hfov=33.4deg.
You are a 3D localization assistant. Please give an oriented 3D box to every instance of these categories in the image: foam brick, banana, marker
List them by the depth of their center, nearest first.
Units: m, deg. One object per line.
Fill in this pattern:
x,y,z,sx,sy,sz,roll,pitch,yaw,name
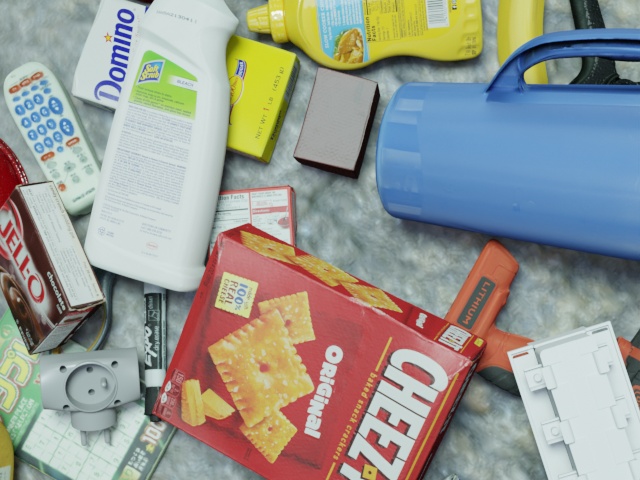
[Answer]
0.173,-0.192,0.866,0.037,0.070,0.198,7,97,-29,banana
0.015,-0.095,0.878,0.053,0.051,0.078,16,87,6,foam brick
-0.137,0.089,0.885,0.020,0.020,0.121,-4,77,6,marker

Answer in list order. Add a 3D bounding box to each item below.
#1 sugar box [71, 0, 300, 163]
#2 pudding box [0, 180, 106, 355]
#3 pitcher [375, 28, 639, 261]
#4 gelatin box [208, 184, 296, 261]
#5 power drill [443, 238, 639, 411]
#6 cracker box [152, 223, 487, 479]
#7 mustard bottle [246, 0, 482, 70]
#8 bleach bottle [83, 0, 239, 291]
-0.113,-0.137,0.899,0.176,0.048,0.093,18,89,6,sugar box
-0.223,0.022,0.851,0.090,0.039,0.113,-41,73,46,pudding box
0.169,-0.066,0.791,0.243,0.145,0.149,8,78,21,pitcher
-0.056,0.001,0.888,0.073,0.030,0.089,-5,84,7,gelatin box
0.196,0.076,0.839,0.188,0.057,0.184,31,88,8,power drill
-0.006,0.106,0.820,0.214,0.072,0.164,27,106,14,cracker box
0.034,-0.190,0.877,0.191,0.058,0.096,-5,112,6,mustard bottle
-0.112,-0.093,0.844,0.102,0.068,0.251,16,96,9,bleach bottle
